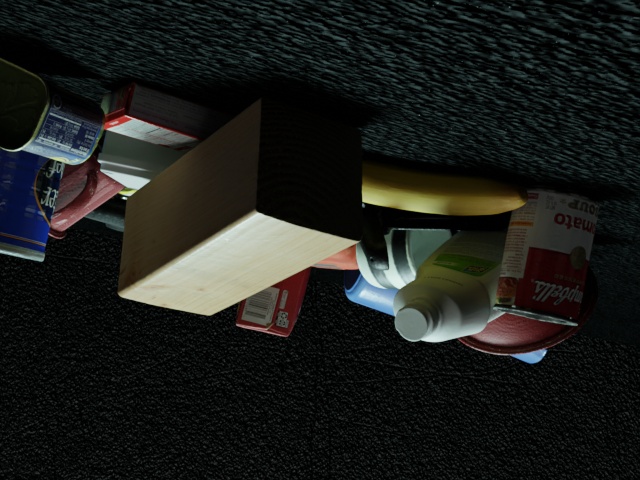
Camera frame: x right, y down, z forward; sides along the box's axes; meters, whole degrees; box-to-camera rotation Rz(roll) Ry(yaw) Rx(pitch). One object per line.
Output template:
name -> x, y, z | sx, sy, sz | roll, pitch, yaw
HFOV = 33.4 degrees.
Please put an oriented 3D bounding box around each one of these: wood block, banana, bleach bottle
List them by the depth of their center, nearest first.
wood block -> -0.065, -0.017, 0.809 | 0.090, 0.091, 0.207 | 15, 153, -32
banana -> 0.067, -0.045, 0.867 | 0.198, 0.037, 0.069 | 12, 176, 7
bleach bottle -> 0.127, 0.036, 0.944 | 0.103, 0.068, 0.250 | 5, -164, 30

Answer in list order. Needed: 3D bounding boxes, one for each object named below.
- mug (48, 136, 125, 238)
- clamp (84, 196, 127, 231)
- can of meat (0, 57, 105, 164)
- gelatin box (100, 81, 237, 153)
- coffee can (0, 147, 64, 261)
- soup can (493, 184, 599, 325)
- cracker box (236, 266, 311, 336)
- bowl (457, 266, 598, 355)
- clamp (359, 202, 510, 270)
mug -> -0.232, -0.056, 0.978 | 0.093, 0.081, 0.117 | 52, -172, -32
clamp -> -0.221, -0.027, 1.205 | 0.171, 0.039, 0.120 | 14, 177, -14
can of meat -> -0.221, -0.098, 0.784 | 0.102, 0.057, 0.083 | 25, -177, 20
gelatin box -> -0.118, -0.093, 0.823 | 0.089, 0.030, 0.073 | 15, 173, -27
coffee can -> -0.267, -0.062, 0.891 | 0.103, 0.140, 0.103 | 12, 175, 1
soup can -> 0.182, 0.012, 0.857 | 0.068, 0.102, 0.068 | 12, 175, 1
cracker box -> -0.051, 0.034, 1.320 | 0.072, 0.164, 0.214 | 14, 175, -2
bowl -> 0.199, 0.040, 1.096 | 0.162, 0.162, 0.055 | 9, 137, 33
clamp -> 0.046, -0.019, 0.990 | 0.210, 0.036, 0.164 | 13, -157, 42
